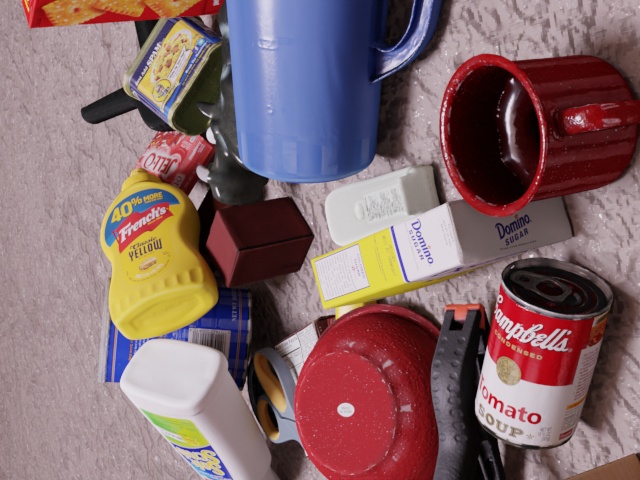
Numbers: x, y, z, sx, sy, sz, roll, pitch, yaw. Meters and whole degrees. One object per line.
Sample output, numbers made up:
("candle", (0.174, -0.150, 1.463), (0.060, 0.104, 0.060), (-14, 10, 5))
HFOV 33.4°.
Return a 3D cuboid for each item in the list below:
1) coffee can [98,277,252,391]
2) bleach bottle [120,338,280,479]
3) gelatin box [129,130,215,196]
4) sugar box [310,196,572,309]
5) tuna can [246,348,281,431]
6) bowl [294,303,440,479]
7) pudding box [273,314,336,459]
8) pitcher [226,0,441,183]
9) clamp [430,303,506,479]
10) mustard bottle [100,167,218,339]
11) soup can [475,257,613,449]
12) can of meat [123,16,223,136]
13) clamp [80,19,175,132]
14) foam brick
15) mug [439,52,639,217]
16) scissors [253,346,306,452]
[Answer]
("coffee can", (-0.143, 0.092, 1.048), (0.103, 0.140, 0.103), (-175, 90, -81))
("bleach bottle", (-0.091, 0.195, 1.015), (0.103, 0.068, 0.250), (9, 143, 33))
("gelatin box", (-0.155, -0.082, 1.116), (0.073, 0.030, 0.089), (-58, 36, -2))
("sugar box", (0.076, 0.007, 0.726), (0.177, 0.093, 0.048), (-20, 83, 60))
("tuna can", (-0.037, 0.145, 1.020), (0.086, 0.033, 0.086), (26, 121, 54))
("bowl", (0.034, 0.129, 0.816), (0.162, 0.055, 0.162), (-2, 87, 37))
("pudding box", (0.005, 0.130, 0.941), (0.090, 0.039, 0.113), (-37, 65, 59))
("pitcher", (0.000, -0.168, 0.783), (0.149, 0.144, 0.243), (-129, 35, -59))
("clamp", (0.106, 0.132, 0.739), (0.039, 0.120, 0.171), (1, 79, 25))
("mustard bottle", (-0.159, -0.001, 1.012), (0.058, 0.096, 0.192), (60, -172, -47))
("soup can", (0.138, 0.071, 0.669), (0.069, 0.068, 0.102), (42, 134, 47))
("can of meat", (-0.129, -0.161, 1.022), (0.084, 0.057, 0.102), (40, 101, 37))
("clamp", (-0.182, -0.164, 1.132), (0.210, 0.036, 0.165), (43, 112, 41))
("foam brick", (-0.056, 0.001, 0.965), (0.051, 0.078, 0.053), (58, 144, 30))
("mug", (0.135, -0.066, 0.614), (0.117, 0.081, 0.093), (-10, 90, 60))
("scissors", (-0.015, 0.181, 0.935), (0.202, 0.016, 0.096), (58, 148, 36))
